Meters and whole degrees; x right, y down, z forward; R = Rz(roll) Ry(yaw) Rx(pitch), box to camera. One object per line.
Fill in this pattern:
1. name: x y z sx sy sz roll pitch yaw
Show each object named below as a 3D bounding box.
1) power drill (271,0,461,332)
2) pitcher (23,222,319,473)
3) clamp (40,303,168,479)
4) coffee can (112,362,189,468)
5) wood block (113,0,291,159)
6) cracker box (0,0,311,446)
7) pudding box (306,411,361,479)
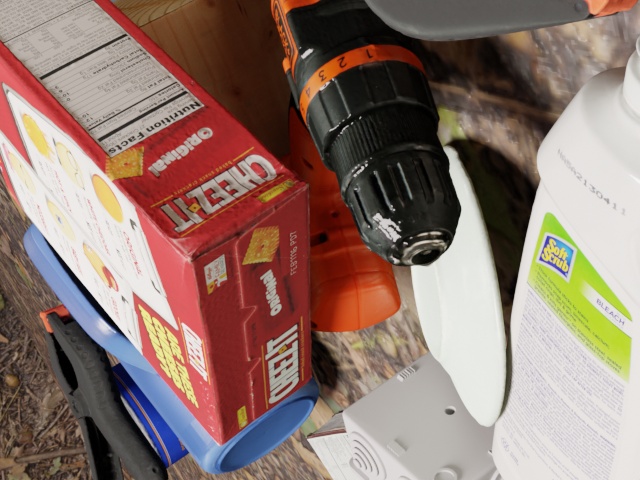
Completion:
1. power drill: 0.014 -0.033 0.493 0.188 0.057 0.184 95 162 -57
2. pitcher: -0.116 0.059 0.836 0.243 0.149 0.145 51 158 21
3. clamp: -0.176 0.132 0.859 0.120 0.039 0.171 -12 101 50
4. coffee can: -0.115 0.127 0.951 0.103 0.140 0.103 47 157 27
5. wood block: -0.051 -0.050 0.631 0.091 0.090 0.206 25 142 57
6. cracker box: -0.093 -0.025 0.533 0.214 0.072 0.164 44 155 27
7. pudding box: 0.040 0.175 0.818 0.090 0.039 0.114 58 158 2
